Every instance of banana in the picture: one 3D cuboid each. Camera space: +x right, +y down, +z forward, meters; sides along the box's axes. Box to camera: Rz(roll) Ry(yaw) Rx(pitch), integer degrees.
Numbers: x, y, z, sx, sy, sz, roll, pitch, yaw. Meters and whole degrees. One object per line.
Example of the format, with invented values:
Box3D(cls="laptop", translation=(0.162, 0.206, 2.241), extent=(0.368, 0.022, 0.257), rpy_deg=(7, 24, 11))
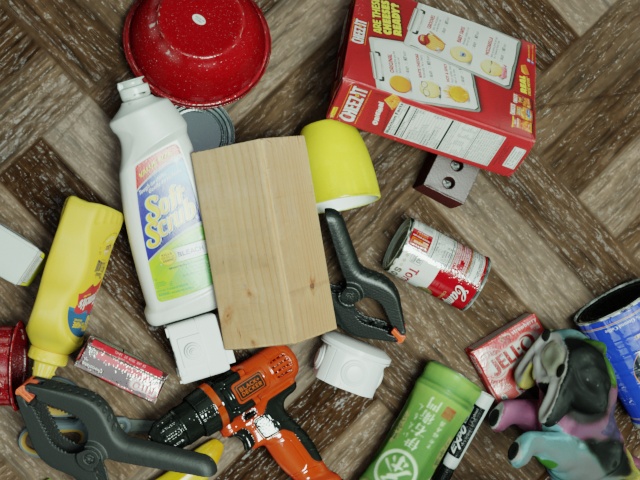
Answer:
Box3D(cls="banana", translation=(-0.195, 0.269, 1.144), extent=(0.197, 0.037, 0.069), rpy_deg=(-12, 91, -9))

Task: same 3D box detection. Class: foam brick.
Box3D(cls="foam brick", translation=(0.147, -0.083, 1.199), extent=(0.053, 0.051, 0.078), rpy_deg=(26, 85, -8))

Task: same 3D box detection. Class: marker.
Box3D(cls="marker", translation=(0.160, 0.226, 1.203), extent=(0.020, 0.020, 0.121), rpy_deg=(27, 94, -8))

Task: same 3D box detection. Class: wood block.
Box3D(cls="wood block", translation=(-0.057, 0.001, 1.104), extent=(0.090, 0.090, 0.206), rpy_deg=(-8, 92, 31))

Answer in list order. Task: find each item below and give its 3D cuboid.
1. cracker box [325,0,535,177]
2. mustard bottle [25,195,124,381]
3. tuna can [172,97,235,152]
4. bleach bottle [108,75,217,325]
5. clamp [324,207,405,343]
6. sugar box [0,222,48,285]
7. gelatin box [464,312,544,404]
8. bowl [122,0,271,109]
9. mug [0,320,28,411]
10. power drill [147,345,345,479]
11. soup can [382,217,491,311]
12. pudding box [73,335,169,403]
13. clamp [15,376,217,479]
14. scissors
Box3D(cls="cracker box", translation=(0.123, -0.172, 1.152), extent=(0.213, 0.072, 0.164), rpy_deg=(17, 49, -8))
Box3D(cls="mustard bottle", translation=(-0.261, 0.053, 1.107), extent=(0.058, 0.096, 0.191), rpy_deg=(17, 87, 3))
Box3D(cls="tuna can", translation=(-0.137, -0.112, 1.163), extent=(0.086, 0.034, 0.086), rpy_deg=(0, 89, -9))
Box3D(cls="bleach bottle", translation=(-0.169, -0.044, 1.116), extent=(0.102, 0.068, 0.251), rpy_deg=(-17, 102, -5))
Box3D(cls="clamp", translation=(0.034, 0.045, 1.171), extent=(0.171, 0.039, 0.120), rpy_deg=(31, 117, -11))
Box3D(cls="sugar box", translation=(-0.323, 0.005, 1.057), extent=(0.093, 0.176, 0.048), rpy_deg=(33, 84, -8))
Box3D(cls="gelatin box", translation=(0.221, 0.135, 1.218), extent=(0.089, 0.030, 0.073), rpy_deg=(-29, 94, -9))
Box3D(cls="bowl", translation=(-0.129, -0.224, 1.137), extent=(0.162, 0.055, 0.162), rpy_deg=(3, 74, -9))
Box3D(cls="mug", translation=(-0.349, 0.134, 1.086), extent=(0.081, 0.117, 0.093), rpy_deg=(1, 120, -5))
Box3D(cls="power drill", translation=(-0.070, 0.227, 1.140), extent=(0.184, 0.057, 0.187), rpy_deg=(-31, 96, -22))
Box3D(cls="soup can", translation=(0.129, 0.026, 1.186), extent=(0.102, 0.068, 0.068), rpy_deg=(27, 85, -7))
Box3D(cls="pudding box", translation=(-0.207, 0.133, 1.106), extent=(0.090, 0.113, 0.039), rpy_deg=(28, 81, -8))
Box3D(cls="clamp", translation=(-0.230, 0.224, 1.086), extent=(0.210, 0.036, 0.165), rpy_deg=(37, 107, -1))
Box3D(cls="scissors", translation=(-0.226, 0.182, 1.152), extent=(0.201, 0.016, 0.096), rpy_deg=(-11, 91, -10))
